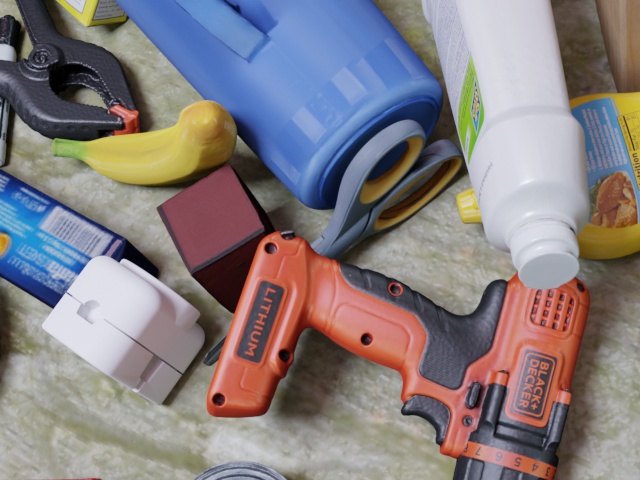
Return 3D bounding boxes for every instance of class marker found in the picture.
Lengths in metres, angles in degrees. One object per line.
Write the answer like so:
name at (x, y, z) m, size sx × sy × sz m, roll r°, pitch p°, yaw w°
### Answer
marker at (-0.232, -0.111, 0.774) m, size 0.020 × 0.020 × 0.121 m, roll -6°, pitch 67°, yaw 13°

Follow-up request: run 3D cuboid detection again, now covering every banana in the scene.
banana at (-0.096, -0.056, 0.659) m, size 0.198 × 0.069 × 0.037 m, roll -6°, pitch 86°, yaw 53°

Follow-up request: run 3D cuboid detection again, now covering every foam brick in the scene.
foam brick at (-0.054, 0.001, 0.644) m, size 0.051 × 0.078 × 0.053 m, roll -31°, pitch 66°, yaw 1°

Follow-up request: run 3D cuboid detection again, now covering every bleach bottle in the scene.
bleach bottle at (0.099, -0.078, 0.571) m, size 0.068 × 0.102 × 0.251 m, roll -4°, pitch 51°, yaw 1°

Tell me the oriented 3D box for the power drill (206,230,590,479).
power drill at (0.038, 0.084, 0.571) m, size 0.187 × 0.057 × 0.184 m, roll 17°, pitch 77°, yaw 1°

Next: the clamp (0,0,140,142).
clamp at (-0.203, -0.113, 0.740) m, size 0.172 × 0.039 × 0.120 m, roll 39°, pitch 71°, yaw 20°

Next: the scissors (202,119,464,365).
scissors at (0.000, -0.002, 0.625) m, size 0.201 × 0.096 × 0.016 m, roll -36°, pitch 61°, yaw -4°

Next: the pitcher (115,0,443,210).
pitcher at (-0.042, -0.138, 0.655) m, size 0.149 × 0.145 × 0.243 m, roll -29°, pitch 68°, yaw -27°
